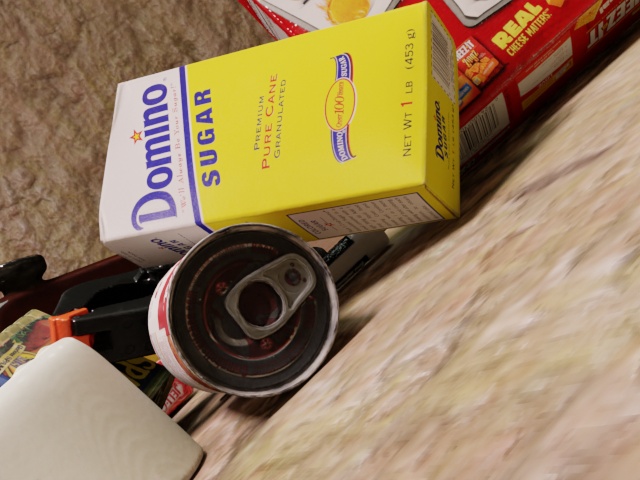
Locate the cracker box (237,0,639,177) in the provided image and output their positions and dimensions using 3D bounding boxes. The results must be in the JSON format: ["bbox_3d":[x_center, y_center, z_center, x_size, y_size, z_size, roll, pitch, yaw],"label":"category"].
[{"bbox_3d":[0.049,-0.153,0.578,0.164,0.214,0.072,-43,-24,-1],"label":"cracker box"}]

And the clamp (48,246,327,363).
[{"bbox_3d":[-0.070,0.029,0.561,0.120,0.039,0.171,-4,15,23],"label":"clamp"}]

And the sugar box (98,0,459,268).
[{"bbox_3d":[-0.023,-0.046,0.507,0.176,0.048,0.093,-9,65,26],"label":"sugar box"}]

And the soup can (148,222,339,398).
[{"bbox_3d":[-0.037,0.032,0.459,0.068,0.068,0.102,-43,4,-15],"label":"soup can"}]

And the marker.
[{"bbox_3d":[-0.014,0.034,0.548,0.121,0.020,0.020,-42,5,-9],"label":"marker"}]

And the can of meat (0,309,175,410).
[{"bbox_3d":[-0.128,0.082,0.540,0.102,0.084,0.057,-62,-5,-77],"label":"can of meat"}]
